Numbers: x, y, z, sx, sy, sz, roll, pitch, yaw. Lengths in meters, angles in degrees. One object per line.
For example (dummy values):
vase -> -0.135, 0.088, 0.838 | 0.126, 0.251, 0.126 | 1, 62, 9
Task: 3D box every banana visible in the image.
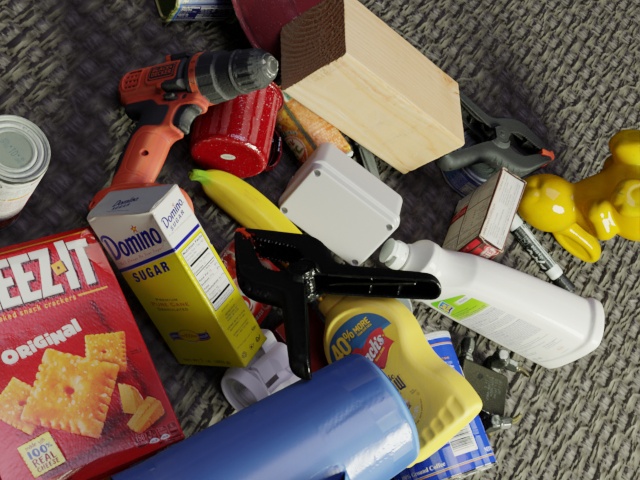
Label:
banana -> -0.056, -0.010, 1.086 | 0.197, 0.037, 0.069 | 41, 28, -10

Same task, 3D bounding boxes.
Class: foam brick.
foam brick -> -0.016, 0.111, 1.048 | 0.078, 0.053, 0.051 | 51, 51, 0

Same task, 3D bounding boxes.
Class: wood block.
wood block -> 0.058, -0.167, 1.158 | 0.205, 0.090, 0.091 | 30, 47, -41

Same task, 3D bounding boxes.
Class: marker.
marker -> 0.266, 0.018, 1.288 | 0.121, 0.020, 0.020 | 50, 52, 0

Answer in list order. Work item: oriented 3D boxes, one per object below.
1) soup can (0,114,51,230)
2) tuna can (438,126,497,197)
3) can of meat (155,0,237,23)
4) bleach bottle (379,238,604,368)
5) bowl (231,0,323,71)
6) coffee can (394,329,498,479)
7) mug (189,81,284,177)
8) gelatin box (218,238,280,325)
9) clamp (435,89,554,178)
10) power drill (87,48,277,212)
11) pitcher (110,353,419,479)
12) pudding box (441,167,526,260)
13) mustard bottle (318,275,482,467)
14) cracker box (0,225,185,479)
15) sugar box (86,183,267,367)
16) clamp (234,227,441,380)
soup can -> -0.284, -0.058, 0.940 | 0.068, 0.102, 0.068 | 14, 60, -25
tuna can -> 0.187, -0.094, 1.286 | 0.086, 0.034, 0.086 | 14, 60, -25
can of meat -> -0.140, -0.290, 1.174 | 0.083, 0.058, 0.102 | -8, 71, -32
bleach bottle -> 0.180, 0.058, 1.162 | 0.250, 0.103, 0.068 | 26, 54, -19
bowl -> -0.035, -0.271, 1.184 | 0.161, 0.055, 0.162 | 31, 53, -51
coffee can -> 0.103, 0.172, 1.058 | 0.102, 0.103, 0.140 | -9, 72, -34
mug -> -0.082, -0.113, 1.106 | 0.117, 0.093, 0.081 | 37, 53, -44
gelatin box -> -0.081, 0.048, 1.055 | 0.073, 0.030, 0.089 | 42, 52, -7
clamp -> 0.199, -0.127, 1.264 | 0.171, 0.039, 0.120 | 8, 67, -31
power drill -> -0.134, -0.097, 1.016 | 0.057, 0.185, 0.187 | 44, 51, -43
pitcher -> -0.037, 0.200, 0.883 | 0.242, 0.145, 0.149 | -29, 72, -16
pudding box -> 0.181, -0.017, 1.209 | 0.039, 0.090, 0.113 | 33, 53, -13
mustard bottle -> 0.058, 0.108, 0.994 | 0.058, 0.096, 0.192 | -9, 56, -54
cracker box -> -0.232, 0.108, 0.906 | 0.163, 0.072, 0.214 | -17, 75, -37
sugar box -> -0.127, 0.035, 0.951 | 0.048, 0.094, 0.176 | -53, 125, -37
clamp -> -0.004, 0.036, 0.982 | 0.164, 0.036, 0.210 | -24, 38, -24
